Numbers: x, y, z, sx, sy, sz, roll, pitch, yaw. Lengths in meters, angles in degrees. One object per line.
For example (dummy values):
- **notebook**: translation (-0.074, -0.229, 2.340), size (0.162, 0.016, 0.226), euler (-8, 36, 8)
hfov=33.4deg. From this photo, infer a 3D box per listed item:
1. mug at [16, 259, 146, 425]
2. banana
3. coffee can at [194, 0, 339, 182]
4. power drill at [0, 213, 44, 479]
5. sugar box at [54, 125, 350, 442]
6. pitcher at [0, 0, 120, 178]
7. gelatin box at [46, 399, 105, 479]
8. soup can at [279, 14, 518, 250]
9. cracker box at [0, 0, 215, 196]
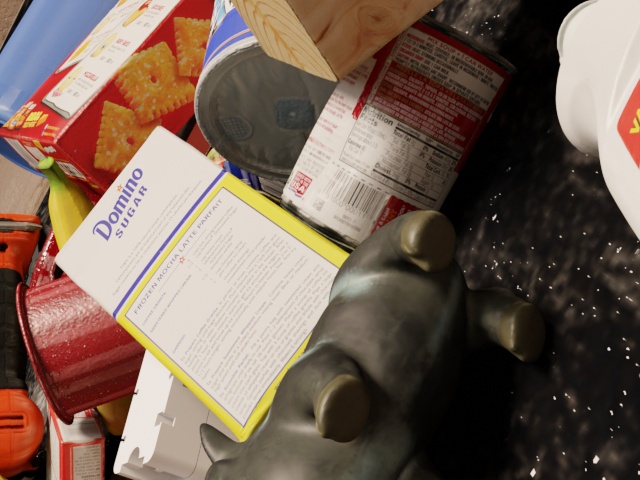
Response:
- **mug**: translation (-0.136, 0.048, 0.668), size (0.093, 0.081, 0.117), euler (77, 172, -51)
- **banana**: translation (-0.159, 0.041, 0.748), size (0.037, 0.069, 0.198), euler (-23, 78, 15)
- **coffee can**: translation (-0.010, -0.117, 0.588), size (0.103, 0.102, 0.140), euler (-41, 33, 42)
- **power drill**: translation (-0.236, 0.086, 0.788), size (0.185, 0.057, 0.187), euler (136, 129, -60)
- **sugar box**: translation (-0.048, 0.020, 0.512), size (0.093, 0.048, 0.176), euler (-52, 46, -2)
- **pitcher**: translation (-0.203, -0.172, 0.960), size (0.145, 0.149, 0.242), euler (-3, 53, 54)
- **gelatin box**: translation (-0.160, 0.147, 0.699), size (0.089, 0.030, 0.073), euler (-147, 57, -66)
- **soup can**: translation (0.034, -0.046, 0.477), size (0.102, 0.068, 0.069), euler (-62, 24, 7)
- **cracker box**: translation (-0.132, -0.133, 0.811), size (0.213, 0.072, 0.164), euler (-51, 27, -14)
